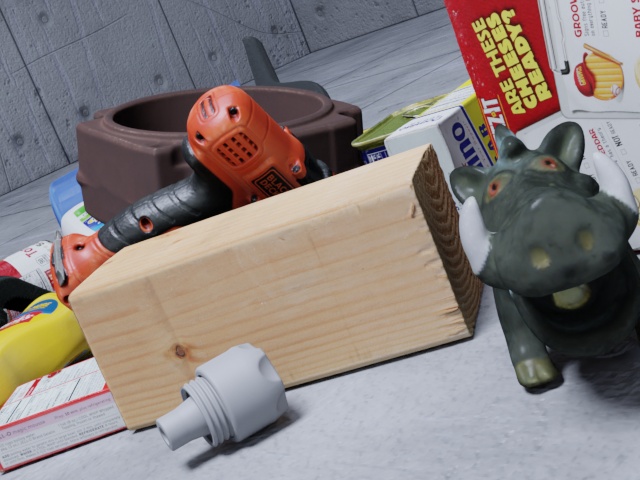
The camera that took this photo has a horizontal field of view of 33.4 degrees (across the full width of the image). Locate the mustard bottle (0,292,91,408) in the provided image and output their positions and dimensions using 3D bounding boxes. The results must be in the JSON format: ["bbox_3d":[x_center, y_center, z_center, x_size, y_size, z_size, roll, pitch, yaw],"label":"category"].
[{"bbox_3d":[-0.216,0.085,0.766,0.096,0.058,0.191,-27,7,32],"label":"mustard bottle"}]

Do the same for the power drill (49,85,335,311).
[{"bbox_3d":[-0.072,0.001,0.723,0.188,0.184,0.057,-35,41,13],"label":"power drill"}]

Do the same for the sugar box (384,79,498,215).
[{"bbox_3d":[0.112,-0.059,0.731,0.048,0.093,0.176,-14,15,32],"label":"sugar box"}]

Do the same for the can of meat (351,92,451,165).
[{"bbox_3d":[0.076,-0.052,0.782,0.058,0.084,0.102,-14,15,32],"label":"can of meat"}]

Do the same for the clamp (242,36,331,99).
[{"bbox_3d":[-0.062,-0.120,1.055,0.164,0.036,0.210,-47,47,-13],"label":"clamp"}]

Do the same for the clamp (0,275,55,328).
[{"bbox_3d":[-0.270,0.063,0.832,0.039,0.120,0.171,-22,7,27],"label":"clamp"}]

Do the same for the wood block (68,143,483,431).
[{"bbox_3d":[-0.023,0.027,0.605,0.206,0.091,0.090,-18,13,18],"label":"wood block"}]

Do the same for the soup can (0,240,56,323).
[{"bbox_3d":[-0.294,0.050,1.025,0.102,0.068,0.069,-31,15,-37],"label":"soup can"}]

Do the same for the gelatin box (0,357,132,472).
[{"bbox_3d":[-0.154,0.102,0.655,0.089,0.030,0.073,-21,14,6],"label":"gelatin box"}]
